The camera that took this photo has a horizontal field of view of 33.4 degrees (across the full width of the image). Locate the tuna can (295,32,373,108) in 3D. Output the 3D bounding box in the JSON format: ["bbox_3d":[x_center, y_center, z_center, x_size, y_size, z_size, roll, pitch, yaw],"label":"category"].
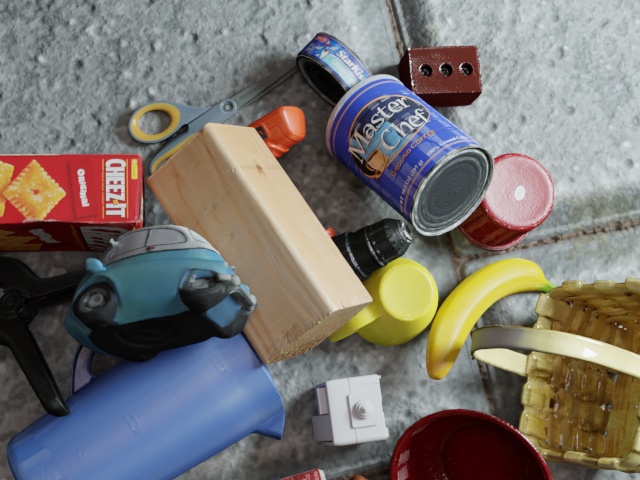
[{"bbox_3d":[0.015,-0.171,1.096,0.086,0.086,0.033,43,79,1],"label":"tuna can"}]

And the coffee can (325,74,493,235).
[{"bbox_3d":[0.086,-0.085,1.051,0.102,0.103,0.140,-36,53,-13],"label":"coffee can"}]

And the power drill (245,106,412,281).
[{"bbox_3d":[-0.020,-0.033,1.047,0.185,0.057,0.188,-26,78,20],"label":"power drill"}]

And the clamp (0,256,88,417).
[{"bbox_3d":[-0.283,0.074,0.994,0.210,0.036,0.164,9,58,16],"label":"clamp"}]

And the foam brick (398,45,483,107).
[{"bbox_3d":[0.127,-0.173,1.129,0.078,0.051,0.053,-4,81,-9],"label":"foam brick"}]

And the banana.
[{"bbox_3d":[0.165,0.066,1.077,0.197,0.037,0.070,-29,71,-30],"label":"banana"}]

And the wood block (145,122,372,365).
[{"bbox_3d":[-0.056,0.001,0.985,0.090,0.090,0.206,-40,76,22],"label":"wood block"}]

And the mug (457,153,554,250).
[{"bbox_3d":[0.178,-0.040,1.097,0.117,0.081,0.093,-10,81,-10],"label":"mug"}]

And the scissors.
[{"bbox_3d":[-0.117,-0.144,1.109,0.096,0.016,0.201,40,77,1],"label":"scissors"}]

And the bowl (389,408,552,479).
[{"bbox_3d":[0.151,0.228,1.035,0.162,0.055,0.162,7,109,22],"label":"bowl"}]

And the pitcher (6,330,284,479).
[{"bbox_3d":[-0.167,0.158,0.994,0.242,0.149,0.145,-32,128,-9],"label":"pitcher"}]

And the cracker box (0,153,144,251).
[{"bbox_3d":[-0.272,-0.029,0.991,0.213,0.164,0.072,0,81,-8],"label":"cracker box"}]
